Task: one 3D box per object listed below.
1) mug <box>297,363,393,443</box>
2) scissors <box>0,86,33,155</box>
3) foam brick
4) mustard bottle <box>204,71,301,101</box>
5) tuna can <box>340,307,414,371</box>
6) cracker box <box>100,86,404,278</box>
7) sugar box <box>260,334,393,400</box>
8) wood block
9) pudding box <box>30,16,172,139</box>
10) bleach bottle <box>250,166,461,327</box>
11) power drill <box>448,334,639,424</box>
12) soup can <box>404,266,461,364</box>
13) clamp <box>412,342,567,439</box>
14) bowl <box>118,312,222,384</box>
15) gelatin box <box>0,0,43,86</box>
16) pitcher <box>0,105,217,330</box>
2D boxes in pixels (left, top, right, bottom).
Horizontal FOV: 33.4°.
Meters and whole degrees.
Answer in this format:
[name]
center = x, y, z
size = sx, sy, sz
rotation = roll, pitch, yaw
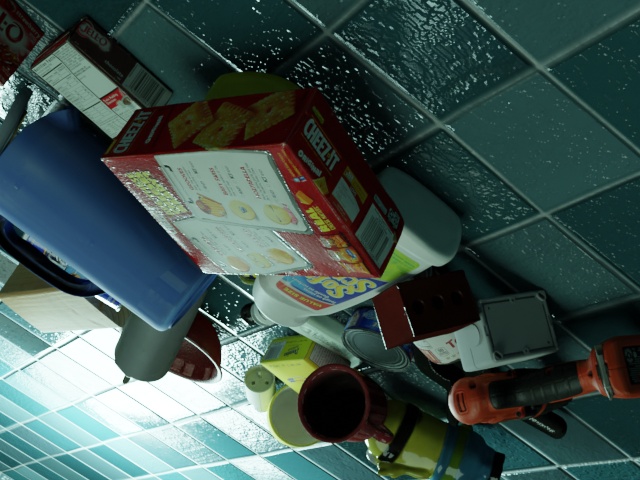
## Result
[mug]
center = 0.040, 0.204, 1.275
size = 0.117, 0.093, 0.081
rotation = 31, -179, 28
[scissors]
center = -0.339, -0.087, 1.104
size = 0.016, 0.201, 0.096
rotation = 26, 129, -13
[foam brick]
center = 0.097, 0.064, 0.993
size = 0.051, 0.078, 0.053
rotation = -36, 68, 59
[mustard bottle]
center = -0.037, -0.070, 0.992
size = 0.096, 0.058, 0.191
rotation = 14, 148, 24
[tuna can]
center = 0.069, 0.114, 1.228
size = 0.086, 0.033, 0.086
rotation = 21, 151, 12
[cracker box]
center = -0.056, -0.045, 0.915
size = 0.214, 0.072, 0.164
rotation = 0, 141, 40
[sugar box]
center = 0.015, 0.189, 1.386
size = 0.176, 0.048, 0.094
rotation = 44, 147, -25
[wood block]
center = -0.330, 0.060, 1.425
size = 0.207, 0.090, 0.090
rotation = -8, 136, 47
[pudding box]
center = -0.212, -0.154, 1.029
size = 0.113, 0.039, 0.090
rotation = 43, 149, -23
[bleach bottle]
center = 0.017, 0.028, 1.037
size = 0.102, 0.068, 0.251
rotation = 37, 136, -15
[power drill]
center = 0.245, 0.139, 1.042
size = 0.184, 0.057, 0.188
rotation = -1, 163, -44
[soup can]
center = 0.110, 0.072, 1.089
size = 0.069, 0.068, 0.102
rotation = -5, 138, 45
[clamp]
center = 0.177, 0.161, 1.209
size = 0.165, 0.036, 0.209
rotation = 2, 142, 40
[bowl]
center = -0.194, 0.130, 1.460
size = 0.162, 0.055, 0.162
rotation = 21, 151, 12
[gelatin box]
center = -0.315, -0.200, 1.004
size = 0.030, 0.073, 0.089
rotation = -1, 139, 41
[pitcher]
center = -0.229, -0.011, 1.125
size = 0.243, 0.145, 0.149
rotation = 39, 159, 1
